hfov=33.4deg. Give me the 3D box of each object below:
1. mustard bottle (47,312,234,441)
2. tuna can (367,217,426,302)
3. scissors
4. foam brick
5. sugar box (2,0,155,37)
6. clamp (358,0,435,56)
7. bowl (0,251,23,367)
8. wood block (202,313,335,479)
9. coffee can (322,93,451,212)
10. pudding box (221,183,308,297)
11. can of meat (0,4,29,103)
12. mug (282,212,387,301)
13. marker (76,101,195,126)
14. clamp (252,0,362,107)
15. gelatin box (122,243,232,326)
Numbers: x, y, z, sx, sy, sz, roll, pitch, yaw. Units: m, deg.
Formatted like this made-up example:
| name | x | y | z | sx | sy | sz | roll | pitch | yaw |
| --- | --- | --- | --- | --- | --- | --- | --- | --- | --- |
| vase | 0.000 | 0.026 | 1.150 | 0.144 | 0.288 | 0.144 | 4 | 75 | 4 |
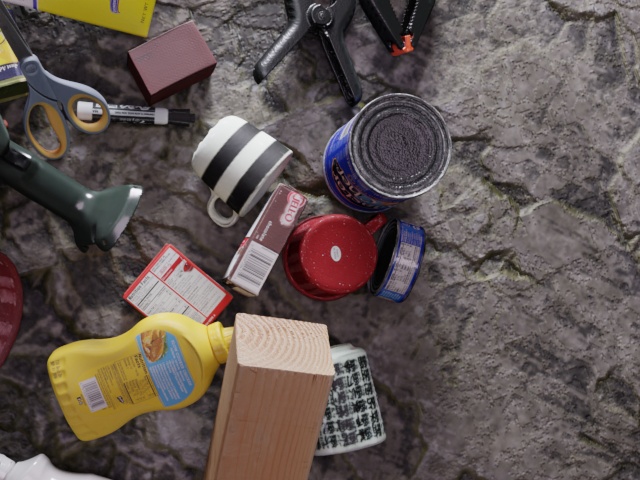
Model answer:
| name | x | y | z | sx | sy | sz | roll | pitch | yaw |
| --- | --- | --- | --- | --- | --- | --- | --- | --- | --- |
| mustard bottle | -0.164 | 0.124 | 1.055 | 0.191 | 0.058 | 0.096 | -19 | 101 | 3 |
| tuna can | 0.079 | 0.021 | 1.111 | 0.033 | 0.086 | 0.086 | 17 | 83 | -10 |
| scissors | -0.261 | -0.167 | 1.037 | 0.096 | 0.016 | 0.202 | -12 | 130 | -13 |
| foam brick | -0.154 | -0.183 | 1.102 | 0.078 | 0.051 | 0.053 | -28 | 90 | -11 |
| sugar box | -0.252 | -0.271 | 1.076 | 0.176 | 0.048 | 0.093 | 11 | 101 | -17 |
| clamp | 0.070 | -0.306 | 1.146 | 0.164 | 0.036 | 0.210 | 2 | 89 | -25 |
| bowl | -0.359 | 0.076 | 1.017 | 0.055 | 0.162 | 0.162 | 18 | 82 | 23 |
| wood block | -0.055 | 0.184 | 1.027 | 0.090 | 0.090 | 0.206 | 9 | 116 | -10 |
| coffee can | 0.064 | -0.086 | 1.087 | 0.102 | 0.140 | 0.103 | 1 | 86 | -10 |
| pudding box | -0.057 | 0.001 | 1.087 | 0.039 | 0.090 | 0.113 | 30 | 82 | -5 |
| can of meat | -0.344 | -0.180 | 1.068 | 0.102 | 0.057 | 0.084 | -18 | 87 | -11 |
| mug | 0.021 | 0.010 | 1.103 | 0.117 | 0.081 | 0.093 | -35 | 92 | -10 |
| marker | -0.191 | -0.131 | 1.109 | 0.121 | 0.020 | 0.020 | 3 | 86 | -9 |
| clamp | -0.013 | -0.229 | 1.133 | 0.120 | 0.039 | 0.171 | 3 | 80 | -25 |
| gelatin box | -0.147 | 0.058 | 1.098 | 0.089 | 0.030 | 0.073 | 40 | 82 | -6 |
